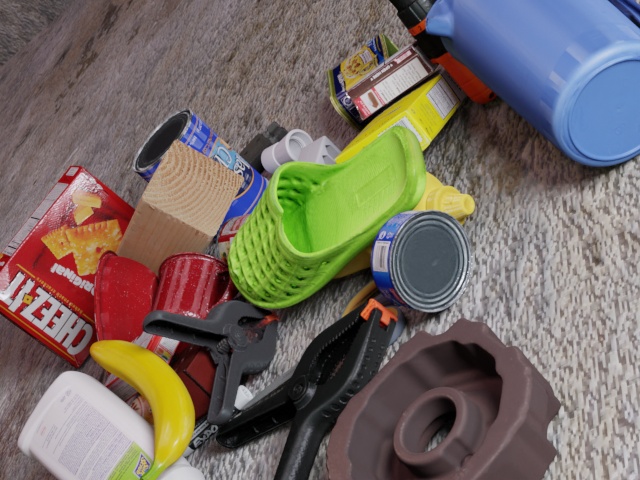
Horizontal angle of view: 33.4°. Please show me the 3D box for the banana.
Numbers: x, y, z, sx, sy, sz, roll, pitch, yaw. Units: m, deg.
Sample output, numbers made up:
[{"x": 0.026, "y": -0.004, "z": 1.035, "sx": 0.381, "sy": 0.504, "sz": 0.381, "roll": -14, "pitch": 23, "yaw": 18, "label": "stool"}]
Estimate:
[{"x": -0.160, "y": 0.143, "z": 0.988, "sx": 0.069, "sy": 0.037, "sz": 0.198, "roll": -15, "pitch": 35, "yaw": -18, "label": "banana"}]

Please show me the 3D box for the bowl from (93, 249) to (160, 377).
[{"x": -0.208, "y": 0.088, "z": 1.212, "sx": 0.055, "sy": 0.162, "sz": 0.162, "roll": -6, "pitch": 36, "yaw": 4, "label": "bowl"}]

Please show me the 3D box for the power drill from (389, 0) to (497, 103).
[{"x": 0.161, "y": -0.259, "z": 1.078, "sx": 0.187, "sy": 0.184, "sz": 0.057, "roll": -46, "pitch": 15, "yaw": -16, "label": "power drill"}]

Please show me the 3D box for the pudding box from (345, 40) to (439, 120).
[{"x": 0.080, "y": -0.174, "z": 1.134, "sx": 0.090, "sy": 0.039, "sz": 0.113, "roll": -34, "pitch": 5, "yaw": 19, "label": "pudding box"}]

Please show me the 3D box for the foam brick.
[{"x": -0.119, "y": 0.135, "z": 1.059, "sx": 0.053, "sy": 0.051, "sz": 0.078, "roll": -38, "pitch": 11, "yaw": 31, "label": "foam brick"}]

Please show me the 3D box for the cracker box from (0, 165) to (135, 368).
[{"x": -0.322, "y": 0.033, "z": 1.402, "sx": 0.213, "sy": 0.164, "sz": 0.072, "roll": -55, "pitch": 25, "yaw": -14, "label": "cracker box"}]

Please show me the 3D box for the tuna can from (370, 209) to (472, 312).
[{"x": 0.085, "y": 0.017, "z": 0.903, "sx": 0.086, "sy": 0.086, "sz": 0.034, "roll": -56, "pitch": 26, "yaw": -17, "label": "tuna can"}]

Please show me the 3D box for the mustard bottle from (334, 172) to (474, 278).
[{"x": 0.069, "y": -0.019, "z": 1.006, "sx": 0.192, "sy": 0.058, "sz": 0.096, "roll": -13, "pitch": 44, "yaw": 50, "label": "mustard bottle"}]

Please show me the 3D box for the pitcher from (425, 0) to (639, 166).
[{"x": 0.211, "y": -0.166, "z": 0.921, "sx": 0.149, "sy": 0.144, "sz": 0.243, "roll": -47, "pitch": 33, "yaw": 15, "label": "pitcher"}]

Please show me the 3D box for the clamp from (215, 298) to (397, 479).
[{"x": -0.013, "y": 0.138, "z": 0.927, "sx": 0.210, "sy": 0.036, "sz": 0.165, "roll": -55, "pitch": 28, "yaw": -2, "label": "clamp"}]

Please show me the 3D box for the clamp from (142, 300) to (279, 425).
[{"x": -0.098, "y": 0.094, "z": 1.023, "sx": 0.039, "sy": 0.120, "sz": 0.171, "roll": -33, "pitch": 5, "yaw": 26, "label": "clamp"}]

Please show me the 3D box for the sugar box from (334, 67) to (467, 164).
[{"x": 0.085, "y": -0.117, "z": 1.068, "sx": 0.093, "sy": 0.048, "sz": 0.176, "roll": -32, "pitch": 11, "yaw": 29, "label": "sugar box"}]

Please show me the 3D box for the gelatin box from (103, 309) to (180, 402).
[{"x": -0.181, "y": 0.122, "z": 1.101, "sx": 0.089, "sy": 0.030, "sz": 0.073, "roll": -39, "pitch": 18, "yaw": 37, "label": "gelatin box"}]

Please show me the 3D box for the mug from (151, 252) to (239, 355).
[{"x": -0.131, "y": 0.069, "z": 1.155, "sx": 0.117, "sy": 0.093, "sz": 0.081, "roll": -25, "pitch": 39, "yaw": 34, "label": "mug"}]

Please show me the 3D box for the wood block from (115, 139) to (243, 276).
[{"x": -0.173, "y": -0.016, "z": 1.246, "sx": 0.206, "sy": 0.090, "sz": 0.090, "roll": -49, "pitch": 14, "yaw": 57, "label": "wood block"}]

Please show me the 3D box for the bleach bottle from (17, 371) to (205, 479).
[{"x": -0.181, "y": 0.220, "z": 0.990, "sx": 0.251, "sy": 0.068, "sz": 0.102, "roll": 30, "pitch": 89, "yaw": 41, "label": "bleach bottle"}]

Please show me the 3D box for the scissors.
[{"x": 0.007, "y": 0.108, "z": 0.974, "sx": 0.202, "sy": 0.016, "sz": 0.096, "roll": -45, "pitch": 26, "yaw": 5, "label": "scissors"}]

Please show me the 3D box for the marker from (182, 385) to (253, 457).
[{"x": -0.115, "y": 0.187, "z": 1.045, "sx": 0.121, "sy": 0.020, "sz": 0.020, "roll": -42, "pitch": 27, "yaw": 11, "label": "marker"}]

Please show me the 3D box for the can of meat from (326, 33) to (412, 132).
[{"x": 0.058, "y": -0.189, "z": 1.256, "sx": 0.084, "sy": 0.057, "sz": 0.102, "roll": -35, "pitch": 29, "yaw": 19, "label": "can of meat"}]

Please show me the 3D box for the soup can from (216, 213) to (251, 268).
[{"x": -0.058, "y": 0.001, "z": 1.157, "sx": 0.102, "sy": 0.068, "sz": 0.068, "roll": -9, "pitch": 45, "yaw": 51, "label": "soup can"}]

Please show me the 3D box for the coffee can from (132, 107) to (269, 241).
[{"x": -0.146, "y": -0.080, "z": 1.318, "sx": 0.103, "sy": 0.140, "sz": 0.103, "roll": -36, "pitch": 29, "yaw": 23, "label": "coffee can"}]
